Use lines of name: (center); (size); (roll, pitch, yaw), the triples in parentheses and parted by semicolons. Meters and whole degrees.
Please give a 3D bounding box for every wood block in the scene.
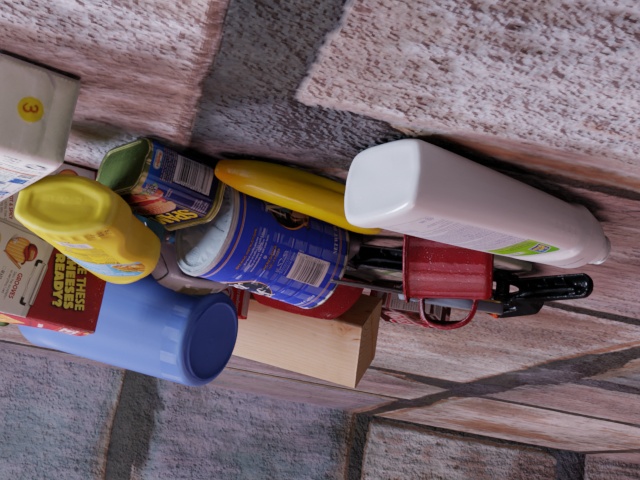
wood block: (-0.036, 0.103, 1.350); (0.206, 0.091, 0.090); (13, -155, 16)

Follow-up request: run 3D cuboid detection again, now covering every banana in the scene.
banana: (-0.004, -0.037, 0.997); (0.197, 0.037, 0.070); (20, 162, -37)

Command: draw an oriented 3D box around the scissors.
scissors: (0.090, 0.054, 1.097); (0.201, 0.016, 0.096); (10, 179, -17)

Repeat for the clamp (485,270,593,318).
clamp: (0.189, 0.051, 1.158); (0.164, 0.036, 0.210); (13, 168, 1)

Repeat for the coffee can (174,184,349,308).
coffee can: (-0.057, 0.001, 1.046); (0.140, 0.103, 0.103); (19, 163, -34)

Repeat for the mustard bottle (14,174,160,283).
mustard bottle: (-0.202, -0.001, 0.999); (0.096, 0.058, 0.191); (5, 162, 12)

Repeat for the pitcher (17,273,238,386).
pitcher: (-0.213, 0.085, 1.223); (0.243, 0.149, 0.145); (14, 132, 29)

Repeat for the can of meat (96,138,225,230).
can of meat: (-0.150, -0.053, 0.992); (0.083, 0.057, 0.102); (22, 161, -34)

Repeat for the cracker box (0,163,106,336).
cracker box: (-0.318, -0.005, 1.067); (0.213, 0.164, 0.072); (15, 167, -21)

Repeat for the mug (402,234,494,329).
mug: (0.123, 0.026, 1.012); (0.081, 0.117, 0.093); (2, 177, 10)

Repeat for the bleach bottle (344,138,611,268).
bleach bottle: (0.149, -0.020, 0.917); (0.250, 0.068, 0.103); (16, 165, -33)

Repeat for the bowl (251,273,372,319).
bowl: (-0.024, 0.055, 1.242); (0.162, 0.055, 0.162); (13, 180, 0)

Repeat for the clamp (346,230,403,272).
clamp: (0.027, 0.010, 1.147); (0.172, 0.039, 0.120); (-1, 159, 43)

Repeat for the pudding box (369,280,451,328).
pudding box: (0.118, 0.086, 1.397); (0.090, 0.039, 0.113); (6, 165, 19)
